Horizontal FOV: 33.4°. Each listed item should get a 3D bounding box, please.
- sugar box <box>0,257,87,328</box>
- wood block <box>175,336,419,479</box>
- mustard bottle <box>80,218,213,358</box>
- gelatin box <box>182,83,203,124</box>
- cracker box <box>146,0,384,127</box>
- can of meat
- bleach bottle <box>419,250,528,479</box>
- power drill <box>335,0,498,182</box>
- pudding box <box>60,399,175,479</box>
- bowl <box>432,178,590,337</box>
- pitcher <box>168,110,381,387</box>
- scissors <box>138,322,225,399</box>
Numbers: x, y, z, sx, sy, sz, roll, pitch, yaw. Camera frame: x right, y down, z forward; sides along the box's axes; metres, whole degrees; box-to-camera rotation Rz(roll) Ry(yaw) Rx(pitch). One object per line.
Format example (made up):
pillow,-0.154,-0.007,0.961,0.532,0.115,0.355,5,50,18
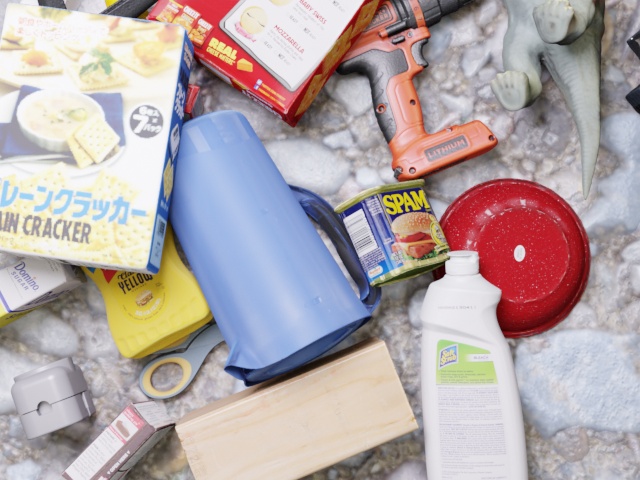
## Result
sugar box,-0.313,0.063,1.009,0.176,0.093,0.048,-26,88,-3
wood block,-0.023,0.172,1.011,0.206,0.091,0.090,-22,88,-3
mustard bottle,-0.184,0.010,1.027,0.096,0.058,0.192,-29,80,7
gelatin box,-0.152,-0.138,1.027,0.073,0.089,0.030,19,85,-1
cracker box,-0.033,-0.241,1.007,0.164,0.072,0.213,34,87,8
can of meat,0.072,-0.006,1.016,0.058,0.101,0.084,-30,78,39
bleach bottle,0.147,0.135,1.006,0.102,0.068,0.251,-2,97,6
power drill,0.104,-0.163,1.053,0.184,0.057,0.188,-24,84,1
pudding box,-0.185,0.193,0.994,0.039,0.113,0.090,43,86,4
bowl,0.191,0.015,1.044,0.162,0.055,0.162,0,86,-1
pitcher,-0.057,0.001,1.003,0.145,0.149,0.243,-31,80,11
scissors,-0.097,0.108,1.049,0.201,0.016,0.096,0,84,-1
